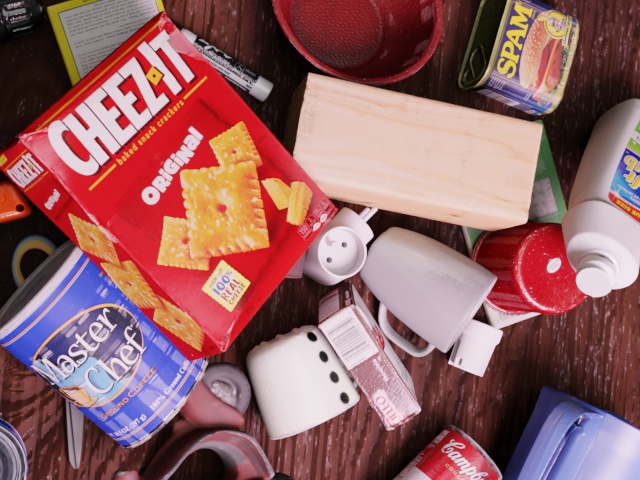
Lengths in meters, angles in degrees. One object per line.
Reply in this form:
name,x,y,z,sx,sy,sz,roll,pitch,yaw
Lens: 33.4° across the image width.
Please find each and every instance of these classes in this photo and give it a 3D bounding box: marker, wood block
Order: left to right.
marker,-0.096,-0.160,0.927,0.121,0.020,0.020,31,80,-14
wood block,0.074,-0.073,0.928,0.206,0.091,0.090,11,84,-9

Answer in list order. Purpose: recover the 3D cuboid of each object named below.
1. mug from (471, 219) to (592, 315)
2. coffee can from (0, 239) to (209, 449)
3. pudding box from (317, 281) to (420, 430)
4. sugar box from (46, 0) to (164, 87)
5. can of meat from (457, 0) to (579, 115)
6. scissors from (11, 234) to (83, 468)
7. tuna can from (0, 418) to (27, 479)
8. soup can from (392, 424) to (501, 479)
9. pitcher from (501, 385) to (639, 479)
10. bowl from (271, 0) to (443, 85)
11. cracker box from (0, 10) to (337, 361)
mug,0.205,0.029,0.971,0.117,0.082,0.093,23,84,-14
coffee can,-0.173,0.080,0.838,0.140,0.103,0.102,44,77,-17
pudding box,0.041,0.099,0.927,0.039,0.090,0.113,-30,99,4
sugar box,-0.154,-0.119,0.886,0.093,0.048,0.176,-18,101,-9
can of meat,0.187,-0.176,0.998,0.083,0.058,0.102,19,84,-19
scissors,-0.223,0.082,0.885,0.096,0.016,0.202,15,84,-17
tuna can,-0.279,0.183,0.857,0.086,0.034,0.086,0,89,-18
soup can,0.103,0.225,0.960,0.102,0.069,0.068,-41,101,-13
pitcher,0.204,0.260,0.957,0.149,0.145,0.243,30,83,-8
bowl,0.024,-0.203,0.938,0.162,0.055,0.162,5,75,-20
cracker box,-0.109,-0.041,0.813,0.213,0.072,0.164,48,58,-14
